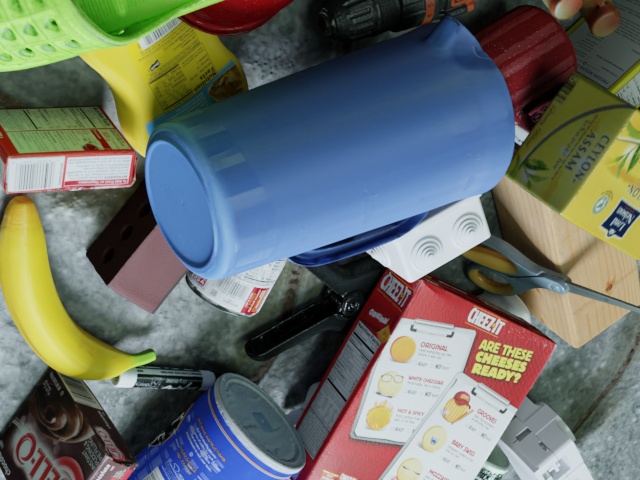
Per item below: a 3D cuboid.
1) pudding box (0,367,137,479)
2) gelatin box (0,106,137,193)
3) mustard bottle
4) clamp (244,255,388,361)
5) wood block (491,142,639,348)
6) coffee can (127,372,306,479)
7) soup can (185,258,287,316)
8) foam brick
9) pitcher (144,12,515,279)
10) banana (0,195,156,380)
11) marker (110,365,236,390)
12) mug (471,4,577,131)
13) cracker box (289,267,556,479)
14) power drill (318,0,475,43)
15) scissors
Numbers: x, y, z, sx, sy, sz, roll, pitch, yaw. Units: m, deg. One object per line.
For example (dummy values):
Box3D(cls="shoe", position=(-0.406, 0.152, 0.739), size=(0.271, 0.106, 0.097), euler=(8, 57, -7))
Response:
Box3D(cls="pudding box", position=(-0.200, 0.168, 0.829), size=(0.090, 0.114, 0.039), euler=(-52, 136, 7))
Box3D(cls="gelatin box", position=(-0.177, -0.062, 0.718), size=(0.089, 0.073, 0.030), euler=(-6, 123, -31))
Box3D(cls="mustard bottle", position=(-0.101, -0.108, 0.746), size=(0.096, 0.058, 0.191), euler=(-41, 134, -17))
Box3D(cls="clamp", position=(0.011, 0.059, 0.945), size=(0.171, 0.039, 0.120), euler=(11, 119, -38))
Box3D(cls="wood block", position=(0.233, -0.009, 1.009), size=(0.090, 0.090, 0.206), euler=(-33, 132, -12))
Box3D(cls="coffee can", position=(-0.097, 0.196, 0.907), size=(0.140, 0.103, 0.102), euler=(-43, 134, 13))
Box3D(cls="soup can", position=(-0.056, 0.001, 0.843), size=(0.068, 0.069, 0.102), euler=(16, 110, -39))
Box3D(cls="foam brick", position=(-0.129, 0.004, 0.808), size=(0.078, 0.053, 0.051), euler=(-51, 133, 5))
Box3D(cls="pitcher", position=(0.005, -0.052, 0.746), size=(0.242, 0.145, 0.149), euler=(-22, 96, -30))
Box3D(cls="banana", position=(-0.199, 0.051, 0.808), size=(0.069, 0.037, 0.197), euler=(-49, 137, -20))
Box3D(cls="marker", position=(-0.121, 0.118, 0.912), size=(0.120, 0.020, 0.020), euler=(9, 114, -37))
Box3D(cls="mug", position=(0.161, -0.132, 0.866), size=(0.081, 0.117, 0.093), euler=(-33, 151, -17))
Box3D(cls="cracker box", position=(0.085, 0.143, 0.953), size=(0.164, 0.072, 0.214), euler=(25, 98, -28))
Box3D(cls="power drill", position=(0.074, -0.246, 0.771), size=(0.184, 0.057, 0.188), euler=(-25, 133, -22))
Box3D(cls="scissors", position=(0.209, 0.045, 0.979), size=(0.016, 0.202, 0.096), euler=(-56, 161, -23))
